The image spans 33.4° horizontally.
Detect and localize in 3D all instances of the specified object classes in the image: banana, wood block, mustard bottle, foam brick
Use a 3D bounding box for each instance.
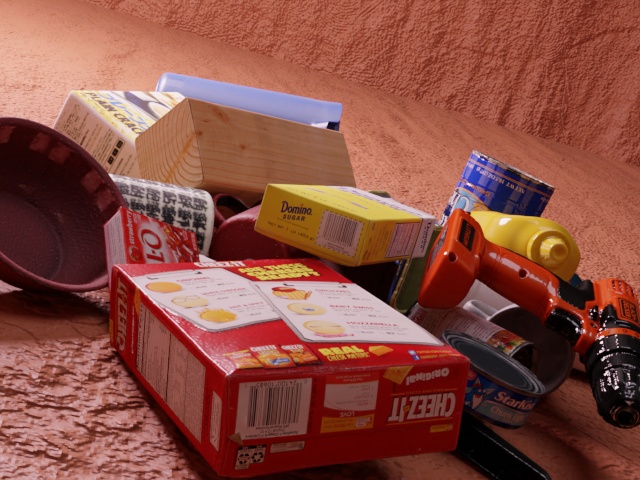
[{"bbox_3d":[-0.247,-0.017,0.935,0.069,0.037,0.197,-10,11,4],"label":"banana"},{"bbox_3d":[-0.069,-0.067,1.067,0.205,0.091,0.090,7,63,-44],"label":"wood block"},{"bbox_3d":[0.205,0.007,1.063,0.096,0.058,0.192,28,0,-7],"label":"mustard bottle"},{"bbox_3d":[0.025,0.044,0.941,0.052,0.078,0.051,11,15,-31],"label":"foam brick"}]

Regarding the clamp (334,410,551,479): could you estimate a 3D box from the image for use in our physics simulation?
[{"bbox_3d":[0.059,0.118,0.786,0.164,0.036,0.210,13,19,-20],"label":"clamp"}]

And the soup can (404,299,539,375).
[{"bbox_3d":[0.120,0.094,0.887,0.102,0.068,0.068,27,17,36],"label":"soup can"}]

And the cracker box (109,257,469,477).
[{"bbox_3d":[-0.030,0.074,0.706,0.163,0.072,0.214,-1,16,-28],"label":"cracker box"}]

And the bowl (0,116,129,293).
[{"bbox_3d":[-0.225,-0.016,0.828,0.162,0.055,0.162,33,35,-27],"label":"bowl"}]

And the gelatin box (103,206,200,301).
[{"bbox_3d":[-0.127,0.025,0.827,0.073,0.030,0.089,21,41,-38],"label":"gelatin box"}]

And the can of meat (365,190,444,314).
[{"bbox_3d":[0.070,0.012,1.064,0.084,0.102,0.057,31,20,36],"label":"can of meat"}]

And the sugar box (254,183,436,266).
[{"bbox_3d":[0.026,-0.015,0.895,0.093,0.048,0.176,21,12,20],"label":"sugar box"}]

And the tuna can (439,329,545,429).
[{"bbox_3d":[0.120,0.103,0.790,0.086,0.034,0.086,27,12,-7],"label":"tuna can"}]

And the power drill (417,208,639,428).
[{"bbox_3d":[0.171,0.057,0.832,0.187,0.057,0.184,27,25,-2],"label":"power drill"}]

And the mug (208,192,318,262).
[{"bbox_3d":[-0.056,0.001,0.962,0.117,0.093,0.081,46,25,7],"label":"mug"}]

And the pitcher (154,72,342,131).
[{"bbox_3d":[-0.100,-0.136,1.393,0.242,0.149,0.145,13,30,-7],"label":"pitcher"}]

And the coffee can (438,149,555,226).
[{"bbox_3d":[0.189,-0.018,1.211,0.103,0.140,0.103,24,9,-4],"label":"coffee can"}]
